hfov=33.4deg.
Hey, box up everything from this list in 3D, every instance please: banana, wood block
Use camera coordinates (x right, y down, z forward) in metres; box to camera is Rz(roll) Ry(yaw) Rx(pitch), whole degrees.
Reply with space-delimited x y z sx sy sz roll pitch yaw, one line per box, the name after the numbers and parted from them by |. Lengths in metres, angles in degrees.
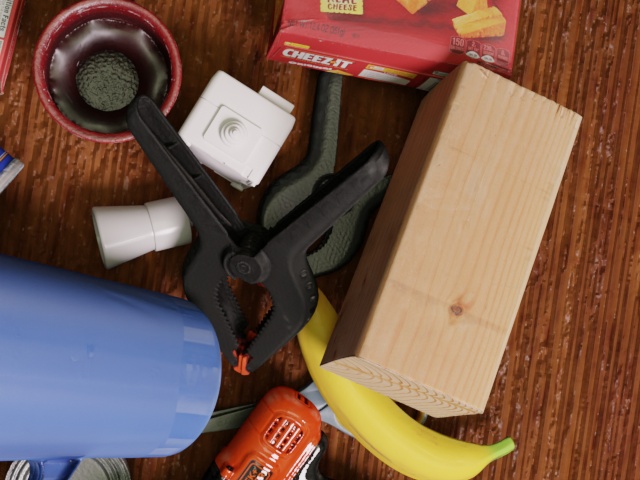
0.046 0.116 0.759 0.197 0.037 0.069 39 62 -10 | banana
0.085 0.001 0.701 0.090 0.090 0.206 24 74 -9 | wood block

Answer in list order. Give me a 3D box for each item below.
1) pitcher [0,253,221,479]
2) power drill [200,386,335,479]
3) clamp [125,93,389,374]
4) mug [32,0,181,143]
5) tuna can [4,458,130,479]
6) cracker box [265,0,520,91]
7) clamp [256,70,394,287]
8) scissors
-0.182 0.082 0.640 0.242 0.145 0.149 15 120 -44 | pitcher
-0.011 0.220 0.751 0.187 0.057 0.184 34 96 -11 | power drill
-0.055 0.001 0.699 0.164 0.036 0.210 18 129 6 | clamp
-0.140 -0.121 0.714 0.093 0.081 0.117 9 90 -10 | mug
-0.174 0.171 0.737 0.086 0.034 0.086 0 91 -10 | tuna can
0.060 -0.219 0.740 0.164 0.072 0.213 10 81 -10 | cracker box
0.019 -0.031 0.765 0.120 0.039 0.171 28 87 0 | clamp
-0.018 0.102 0.772 0.201 0.016 0.096 7 89 -10 | scissors
